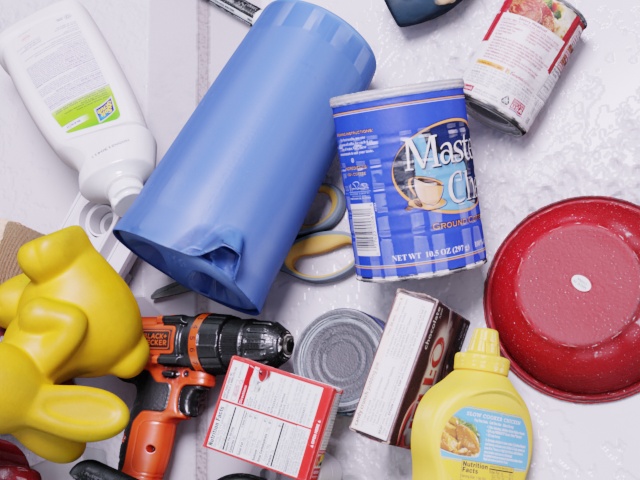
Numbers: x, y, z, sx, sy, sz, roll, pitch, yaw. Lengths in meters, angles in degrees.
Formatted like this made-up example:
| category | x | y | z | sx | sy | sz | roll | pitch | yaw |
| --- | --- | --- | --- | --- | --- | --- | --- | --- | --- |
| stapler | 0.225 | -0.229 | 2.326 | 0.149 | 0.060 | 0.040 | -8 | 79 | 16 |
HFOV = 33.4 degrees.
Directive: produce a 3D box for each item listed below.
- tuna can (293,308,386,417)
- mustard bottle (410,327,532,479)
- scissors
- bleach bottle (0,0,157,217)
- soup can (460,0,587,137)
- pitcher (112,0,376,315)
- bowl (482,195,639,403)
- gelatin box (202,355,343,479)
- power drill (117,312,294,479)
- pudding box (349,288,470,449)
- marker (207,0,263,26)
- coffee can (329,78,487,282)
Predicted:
| category | x | y | z | sx | sy | sz | roll | pitch | yaw |
| --- | --- | --- | --- | --- | --- | --- | --- | --- | --- |
| tuna can | 0.022 | 0.098 | 0.858 | 0.086 | 0.033 | 0.086 | -6 | 75 | 21 |
| mustard bottle | 0.109 | 0.159 | 0.777 | 0.058 | 0.096 | 0.191 | -12 | 67 | 62 |
| scissors | -0.056 | 0.001 | 0.925 | 0.202 | 0.016 | 0.096 | -3 | 74 | 22 |
| bleach bottle | -0.214 | -0.111 | 0.955 | 0.102 | 0.068 | 0.251 | -30 | 53 | 0 |
| soup can | 0.156 | -0.141 | 0.844 | 0.069 | 0.068 | 0.102 | 29 | 90 | 26 |
| pitcher | -0.058 | -0.071 | 0.877 | 0.149 | 0.145 | 0.242 | 22 | 74 | 26 |
| bowl | 0.195 | 0.038 | 0.791 | 0.162 | 0.055 | 0.162 | -5 | 75 | 21 |
| gelatin box | -0.036 | 0.134 | 0.806 | 0.089 | 0.030 | 0.073 | 15 | 83 | 20 |
| power drill | -0.109 | 0.152 | 0.879 | 0.185 | 0.057 | 0.187 | -2 | 73 | 33 |
| pudding box | 0.069 | 0.101 | 0.807 | 0.039 | 0.090 | 0.113 | 15 | 83 | 25 |
| marker | -0.090 | -0.225 | 0.993 | 0.121 | 0.020 | 0.020 | 33 | 91 | 26 |
| coffee can | 0.067 | -0.046 | 0.814 | 0.103 | 0.102 | 0.140 | -7 | 96 | 21 |
